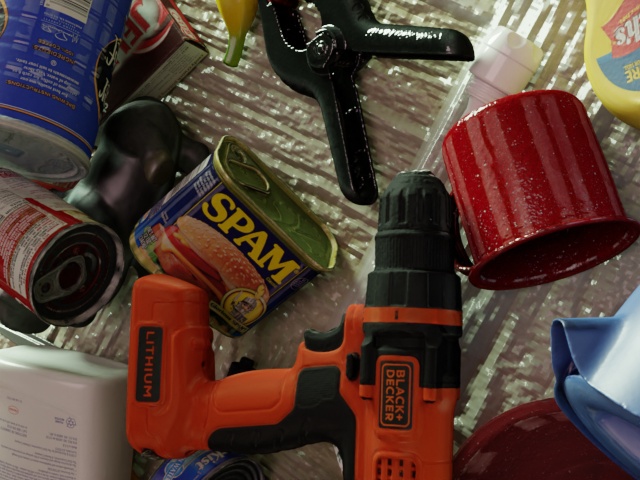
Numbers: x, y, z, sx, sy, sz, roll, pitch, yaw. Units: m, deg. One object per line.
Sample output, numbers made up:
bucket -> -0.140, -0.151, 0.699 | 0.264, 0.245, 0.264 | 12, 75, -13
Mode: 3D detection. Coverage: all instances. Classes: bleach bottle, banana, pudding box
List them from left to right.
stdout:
bleach bottle -> -0.180, 0.202, 0.708 | 0.103, 0.068, 0.251 | 9, 96, 25
pudding box -> -0.146, -0.132, 0.760 | 0.114, 0.039, 0.090 | -43, 65, 17
banana -> -0.094, -0.212, 0.744 | 0.070, 0.037, 0.198 | -42, 66, 16

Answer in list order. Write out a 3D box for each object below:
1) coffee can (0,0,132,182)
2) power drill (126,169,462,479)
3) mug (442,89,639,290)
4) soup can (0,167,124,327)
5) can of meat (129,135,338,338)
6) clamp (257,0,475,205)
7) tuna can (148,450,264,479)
coffee can -> -0.182, -0.120, 0.684 | 0.103, 0.102, 0.140 | 3, 73, 29
power drill -> -0.014, 0.055, 0.584 | 0.188, 0.057, 0.184 | -1, 81, 25
mug -> 0.108, -0.023, 0.583 | 0.117, 0.093, 0.081 | -39, 58, 49
soup can -> -0.180, 0.002, 0.662 | 0.102, 0.068, 0.068 | 28, 96, 34
can of meat -> -0.054, 0.001, 0.661 | 0.084, 0.057, 0.102 | -39, 107, 21
clamp -> 0.010, -0.105, 0.667 | 0.172, 0.039, 0.120 | 42, 108, 38
tuna can -> -0.074, 0.164, 0.652 | 0.034, 0.086, 0.086 | 25, 95, 31
